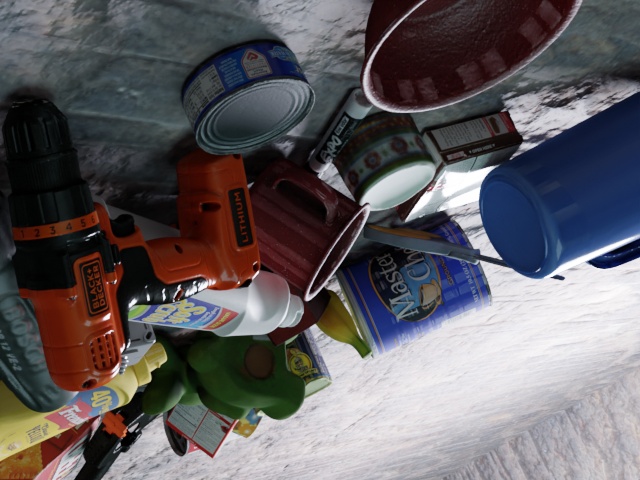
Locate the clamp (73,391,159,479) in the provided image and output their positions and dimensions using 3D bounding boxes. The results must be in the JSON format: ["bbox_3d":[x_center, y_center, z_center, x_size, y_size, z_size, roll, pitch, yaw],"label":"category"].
[{"bbox_3d":[-0.222,0.216,1.159,0.164,0.036,0.210,-49,175,-8],"label":"clamp"}]

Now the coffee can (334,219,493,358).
[{"bbox_3d":[0.099,0.052,1.143,0.140,0.103,0.103,-24,159,-2],"label":"coffee can"}]

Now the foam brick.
[{"bbox_3d":[-0.030,0.059,1.050,0.051,0.053,0.078,-30,-171,17],"label":"foam brick"}]

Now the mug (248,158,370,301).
[{"bbox_3d":[-0.017,-0.017,0.839,0.093,0.081,0.117,-52,170,-26],"label":"mug"}]

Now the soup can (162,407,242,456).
[{"bbox_3d":[-0.140,0.229,1.360,0.102,0.068,0.069,-12,156,-32],"label":"soup can"}]

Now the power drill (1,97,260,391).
[{"bbox_3d":[-0.124,-0.013,0.713,0.057,0.184,0.187,1,-166,37],"label":"power drill"}]

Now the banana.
[{"bbox_3d":[0.010,0.082,1.145,0.037,0.069,0.198,-29,-171,-2],"label":"banana"}]

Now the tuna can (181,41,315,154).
[{"bbox_3d":[-0.049,-0.095,0.719,0.086,0.034,0.086,-21,159,-9],"label":"tuna can"}]

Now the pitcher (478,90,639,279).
[{"bbox_3d":[0.270,-0.048,0.984,0.242,0.149,0.145,-24,176,-22],"label":"pitcher"}]

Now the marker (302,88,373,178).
[{"bbox_3d":[0.009,-0.078,0.848,0.020,0.020,0.121,-12,156,-30],"label":"marker"}]

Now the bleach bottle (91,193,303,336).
[{"bbox_3d":[-0.106,0.033,0.851,0.103,0.068,0.250,-28,150,37],"label":"bleach bottle"}]

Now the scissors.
[{"bbox_3d":[0.142,0.011,1.052,0.202,0.016,0.096,13,-172,14],"label":"scissors"}]

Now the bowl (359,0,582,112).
[{"bbox_3d":[0.090,-0.153,0.701,0.162,0.055,0.162,-21,159,-9],"label":"bowl"}]

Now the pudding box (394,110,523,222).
[{"bbox_3d":[0.121,-0.066,0.974,0.089,0.039,0.114,-17,161,-24],"label":"pudding box"}]

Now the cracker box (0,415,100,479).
[{"bbox_3d":[-0.332,0.260,1.096,0.213,0.072,0.164,-45,175,-36],"label":"cracker box"}]

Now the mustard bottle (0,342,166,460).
[{"bbox_3d":[-0.225,0.134,0.929,0.191,0.058,0.096,-23,155,-19],"label":"mustard bottle"}]

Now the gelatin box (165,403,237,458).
[{"bbox_3d":[-0.134,0.203,1.255,0.089,0.073,0.030,-59,173,36],"label":"gelatin box"}]

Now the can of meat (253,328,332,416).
[{"bbox_3d":[-0.046,0.147,1.243,0.102,0.084,0.057,-29,159,14],"label":"can of meat"}]
